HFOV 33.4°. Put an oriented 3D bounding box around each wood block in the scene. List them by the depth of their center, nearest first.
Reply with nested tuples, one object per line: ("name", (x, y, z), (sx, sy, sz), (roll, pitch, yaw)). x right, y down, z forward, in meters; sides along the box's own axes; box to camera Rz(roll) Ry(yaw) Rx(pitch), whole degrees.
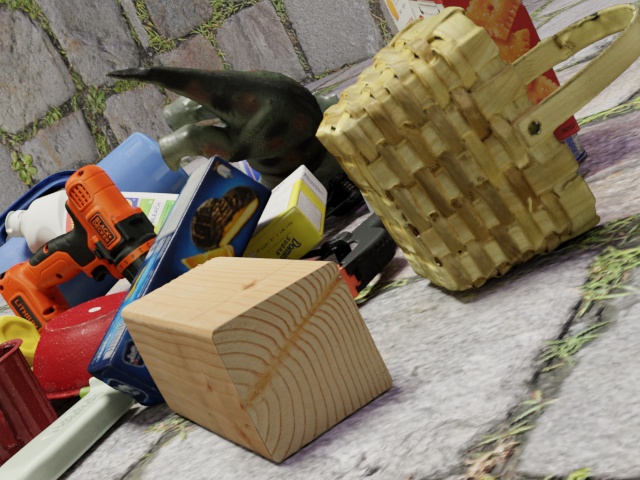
("wood block", (-0.052, 0.070, 0.714), (0.090, 0.090, 0.206), (-30, 12, -21))

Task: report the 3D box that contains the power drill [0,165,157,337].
("power drill", (-0.236, 0.041, 1.110), (0.188, 0.184, 0.057), (-38, -5, 27))

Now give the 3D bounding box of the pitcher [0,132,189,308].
("pitcher", (-0.275, -0.019, 1.286), (0.242, 0.149, 0.145), (-46, 22, -9))

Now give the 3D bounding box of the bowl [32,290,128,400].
("bowl", (-0.204, 0.089, 0.996), (0.162, 0.055, 0.162), (-17, 12, 4))

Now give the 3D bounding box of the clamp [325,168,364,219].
("clamp", (0.034, -0.064, 1.140), (0.120, 0.039, 0.171), (-42, -4, 24))

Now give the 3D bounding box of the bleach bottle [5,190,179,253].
("bleach bottle", (-0.229, -0.004, 1.168), (0.251, 0.068, 0.102), (3, 61, 15))

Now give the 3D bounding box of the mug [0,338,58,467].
("mug", (-0.271, 0.142, 0.893), (0.093, 0.081, 0.117), (-30, 12, -18))

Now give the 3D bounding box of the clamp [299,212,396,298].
("clamp", (0.029, 0.008, 0.930), (0.164, 0.036, 0.210), (-31, 10, 1))

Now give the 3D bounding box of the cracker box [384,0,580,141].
("cracker box", (0.126, -0.178, 0.923), (0.072, 0.213, 0.164), (-27, 12, -6))

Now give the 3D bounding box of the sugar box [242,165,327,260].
("sugar box", (-0.040, -0.010, 0.991), (0.093, 0.048, 0.176), (-40, 8, 12))

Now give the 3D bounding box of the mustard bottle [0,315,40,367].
("mustard bottle", (-0.374, 0.152, 1.079), (0.192, 0.058, 0.096), (-36, -6, 7))
